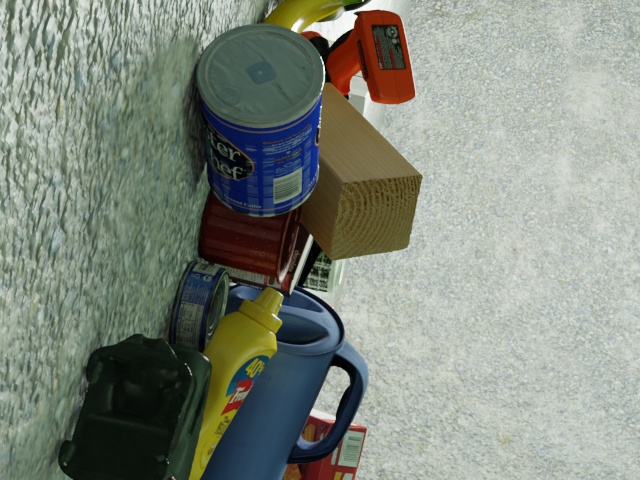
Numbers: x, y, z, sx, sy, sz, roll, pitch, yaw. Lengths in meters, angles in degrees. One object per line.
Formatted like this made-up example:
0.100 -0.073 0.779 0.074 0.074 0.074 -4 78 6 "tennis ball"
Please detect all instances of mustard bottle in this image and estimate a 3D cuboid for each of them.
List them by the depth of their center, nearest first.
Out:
-0.090 0.127 0.958 0.191 0.058 0.096 -59 166 -8 "mustard bottle"

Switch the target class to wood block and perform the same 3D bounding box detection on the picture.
0.010 -0.076 1.098 0.206 0.090 0.090 51 -38 47 "wood block"

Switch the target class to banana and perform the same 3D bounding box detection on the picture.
-0.026 -0.219 1.082 0.197 0.070 0.037 -52 131 -46 "banana"

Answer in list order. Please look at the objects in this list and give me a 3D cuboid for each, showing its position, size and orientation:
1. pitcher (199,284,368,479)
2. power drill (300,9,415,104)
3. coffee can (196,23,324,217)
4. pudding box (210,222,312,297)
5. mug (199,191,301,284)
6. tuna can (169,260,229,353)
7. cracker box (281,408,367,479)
-0.061 0.176 1.124 0.149 0.144 0.243 51 -49 47 "pitcher"
0.029 -0.166 1.199 0.188 0.057 0.184 -17 -97 57 "power drill"
-0.050 -0.099 0.907 0.140 0.103 0.102 93 11 -60 "coffee can"
-0.058 0.002 1.120 0.113 0.090 0.039 -71 172 -46 "pudding box"
-0.065 -0.022 1.039 0.093 0.081 0.117 92 12 -62 "mug"
-0.112 0.064 1.001 0.086 0.034 0.086 13 89 -85 "tuna can"
-0.046 0.301 1.420 0.214 0.072 0.164 9 -96 51 "cracker box"
